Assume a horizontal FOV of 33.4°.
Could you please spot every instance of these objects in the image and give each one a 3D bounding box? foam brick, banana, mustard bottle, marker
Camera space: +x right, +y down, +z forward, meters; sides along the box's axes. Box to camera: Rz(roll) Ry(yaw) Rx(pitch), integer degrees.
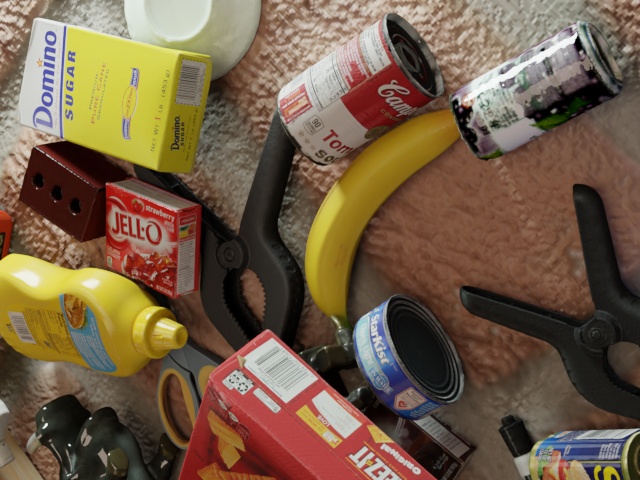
[{"bbox_3d":[-0.204,-0.043,0.894,0.078,0.051,0.053,31,115,21],"label":"foam brick"},{"bbox_3d":[0.036,-0.021,0.786,0.069,0.037,0.198,24,111,-5],"label":"banana"},{"bbox_3d":[-0.188,0.066,0.880,0.192,0.058,0.096,7,126,34],"label":"mustard bottle"},{"bbox_3d":[0.158,0.180,0.755,0.020,0.020,0.121,-28,83,27],"label":"marker"}]

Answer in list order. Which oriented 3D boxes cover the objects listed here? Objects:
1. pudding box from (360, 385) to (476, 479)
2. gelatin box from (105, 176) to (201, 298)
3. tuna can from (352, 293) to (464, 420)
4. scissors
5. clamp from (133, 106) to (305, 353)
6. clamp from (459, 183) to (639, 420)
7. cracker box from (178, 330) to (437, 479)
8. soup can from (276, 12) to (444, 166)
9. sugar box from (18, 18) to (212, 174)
[{"bbox_3d":[0.051,0.173,0.798,0.090,0.039,0.114,38,111,19],"label":"pudding box"},{"bbox_3d":[-0.135,-0.003,0.848,0.089,0.030,0.073,22,116,36],"label":"gelatin box"},{"bbox_3d":[0.062,0.083,0.755,0.034,0.086,0.086,-35,80,28],"label":"tuna can"},{"bbox_3d":[-0.109,0.074,0.883,0.096,0.016,0.202,-5,94,26],"label":"scissors"},{"bbox_3d":[-0.055,0.001,0.831,0.165,0.036,0.210,-23,85,34],"label":"clamp"},{"bbox_3d":[0.189,0.049,0.712,0.171,0.039,0.120,40,117,11],"label":"clamp"},{"bbox_3d":[-0.023,0.194,0.771,0.164,0.072,0.214,40,138,19],"label":"cracker box"},{"bbox_3d":[0.027,-0.106,0.760,0.102,0.068,0.068,-31,82,27],"label":"soup can"},{"bbox_3d":[-0.169,-0.118,0.855,0.176,0.048,0.093,18,100,33],"label":"sugar box"}]
